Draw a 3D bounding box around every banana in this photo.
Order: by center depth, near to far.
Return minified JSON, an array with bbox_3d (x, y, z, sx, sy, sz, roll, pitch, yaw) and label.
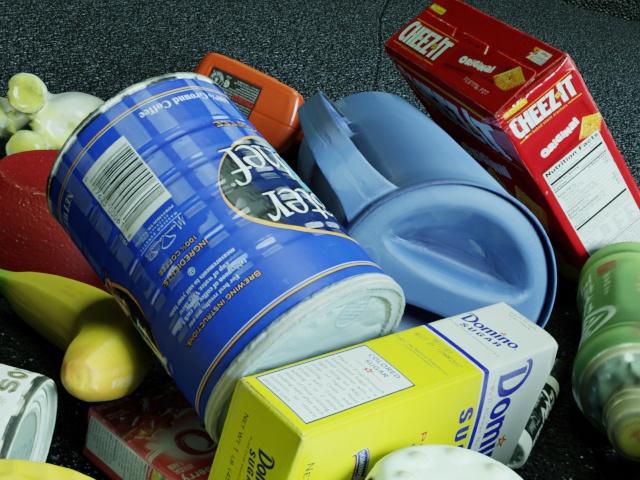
[{"bbox_3d":[-0.122,0.047,0.533,0.069,0.037,0.198,4,8,-31],"label":"banana"}]

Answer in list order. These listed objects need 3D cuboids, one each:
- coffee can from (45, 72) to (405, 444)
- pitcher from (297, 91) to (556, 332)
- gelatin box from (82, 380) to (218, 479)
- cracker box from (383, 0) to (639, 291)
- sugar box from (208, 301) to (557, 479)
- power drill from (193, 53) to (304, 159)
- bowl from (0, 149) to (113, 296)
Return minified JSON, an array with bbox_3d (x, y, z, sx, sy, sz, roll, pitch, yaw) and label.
[{"bbox_3d":[-0.045,0.007,0.483,0.102,0.103,0.140,-12,52,-46],"label":"coffee can"},{"bbox_3d":[0.045,-0.023,0.685,0.145,0.149,0.243,4,23,-10],"label":"pitcher"},{"bbox_3d":[-0.053,0.095,0.500,0.073,0.030,0.089,29,28,37],"label":"gelatin box"},{"bbox_3d":[0.153,-0.065,0.796,0.213,0.072,0.164,51,-2,-36],"label":"cracker box"},{"bbox_3d":[0.030,0.089,0.474,0.175,0.093,0.048,-9,37,-42],"label":"sugar box"},{"bbox_3d":[-0.011,-0.086,0.873,0.185,0.057,0.187,25,4,26],"label":"power drill"},{"bbox_3d":[-0.162,-0.017,0.684,0.162,0.055,0.162,11,21,-4],"label":"bowl"}]
